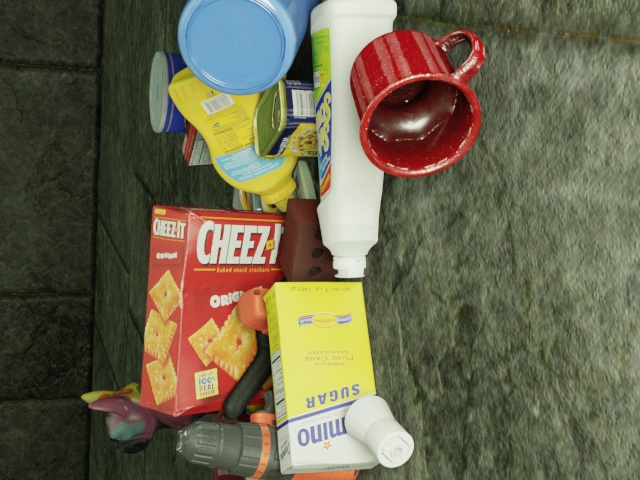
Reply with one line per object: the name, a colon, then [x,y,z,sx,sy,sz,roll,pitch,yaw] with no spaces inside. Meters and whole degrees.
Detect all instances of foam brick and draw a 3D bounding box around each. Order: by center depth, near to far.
foam brick: [-0.009,0.002,1.111,0.051,0.053,0.078,-119,33,-56]

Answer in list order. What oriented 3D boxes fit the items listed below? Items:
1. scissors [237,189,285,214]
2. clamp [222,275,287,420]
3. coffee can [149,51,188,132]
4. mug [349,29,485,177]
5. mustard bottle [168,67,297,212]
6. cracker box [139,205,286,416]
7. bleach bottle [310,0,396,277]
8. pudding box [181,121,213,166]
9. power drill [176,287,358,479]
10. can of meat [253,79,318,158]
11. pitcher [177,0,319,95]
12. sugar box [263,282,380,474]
scissors: [-0.058,0.002,1.255,0.096,0.016,0.202,-10,92,53]
clamp: [-0.034,0.123,1.152,0.039,0.120,0.171,11,79,45]
coffee can: [-0.143,-0.188,1.378,0.103,0.140,0.103,180,90,-72]
mug: [0.076,-0.117,0.820,0.117,0.093,0.081,-43,35,23]
mustard bottle: [-0.078,-0.110,1.159,0.191,0.096,0.058,60,-160,-27]
cracker box: [-0.105,0.073,1.153,0.072,0.163,0.214,8,95,43]
bleach bottle: [0.029,-0.091,0.985,0.103,0.068,0.251,-165,74,-75]
pudding box: [-0.108,-0.134,1.316,0.090,0.113,0.039,116,146,-52]
power drill: [-0.048,0.144,1.050,0.057,0.184,0.187,-41,41,53]
can of meat: [-0.015,-0.122,1.080,0.102,0.083,0.057,133,134,-64]
pitcher: [-0.066,-0.246,1.037,0.145,0.149,0.242,-44,19,27]
sugar box: [0.002,0.128,1.011,0.048,0.093,0.176,127,139,-60]
